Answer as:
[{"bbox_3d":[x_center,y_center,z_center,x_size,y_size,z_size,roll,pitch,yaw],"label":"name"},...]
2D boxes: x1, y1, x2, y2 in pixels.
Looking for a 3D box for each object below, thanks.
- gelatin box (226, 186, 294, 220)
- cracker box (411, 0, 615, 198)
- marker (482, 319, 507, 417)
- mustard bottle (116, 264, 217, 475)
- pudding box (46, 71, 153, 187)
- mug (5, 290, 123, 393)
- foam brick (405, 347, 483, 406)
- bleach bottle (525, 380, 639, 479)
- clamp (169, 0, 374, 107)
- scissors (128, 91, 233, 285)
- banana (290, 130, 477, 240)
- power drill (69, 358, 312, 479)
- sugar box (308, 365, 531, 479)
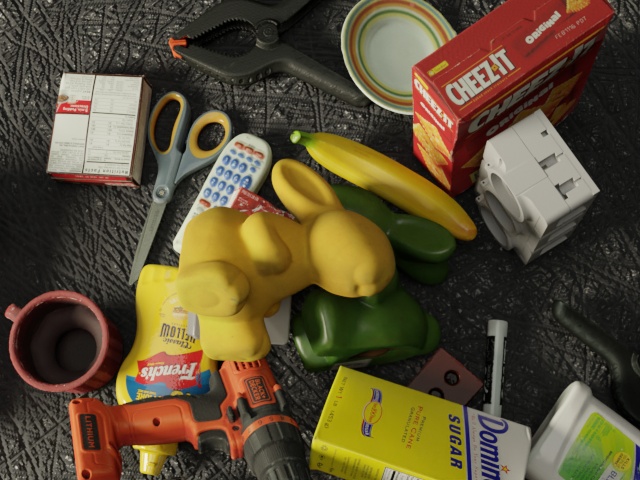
[{"bbox_3d":[-0.057,0.001,1.025,0.089,0.030,0.073,29,78,-14],"label":"gelatin box"},{"bbox_3d":[0.166,-0.135,0.961,0.164,0.213,0.072,-36,76,-5],"label":"cracker box"},{"bbox_3d":[0.161,0.135,0.995,0.020,0.020,0.121,5,76,6],"label":"marker"},{"bbox_3d":[-0.140,0.124,1.003,0.096,0.058,0.191,12,78,-4],"label":"mustard bottle"},{"bbox_3d":[-0.223,-0.112,1.080,0.090,0.039,0.113,4,78,5],"label":"pudding box"},{"bbox_3d":[-0.245,0.095,1.008,0.117,0.081,0.093,26,80,10],"label":"mug"},{"bbox_3d":[0.105,0.145,0.980,0.053,0.051,0.078,41,82,12],"label":"foam brick"},{"bbox_3d":[0.302,0.236,0.937,0.251,0.068,0.102,35,81,10],"label":"bleach bottle"},{"bbox_3d":[-0.048,-0.216,1.091,0.210,0.036,0.164,1,76,2],"label":"clamp"},{"bbox_3d":[-0.138,-0.053,1.069,0.096,0.016,0.202,0,76,5],"label":"scissors"},{"bbox_3d":[0.063,-0.055,1.029,0.198,0.069,0.037,28,115,5],"label":"banana"},{"bbox_3d":[-0.110,0.174,0.894,0.187,0.057,0.184,-9,33,-14],"label":"power drill"},{"bbox_3d":[0.086,0.175,0.903,0.176,0.048,0.093,15,40,8],"label":"sugar box"}]
